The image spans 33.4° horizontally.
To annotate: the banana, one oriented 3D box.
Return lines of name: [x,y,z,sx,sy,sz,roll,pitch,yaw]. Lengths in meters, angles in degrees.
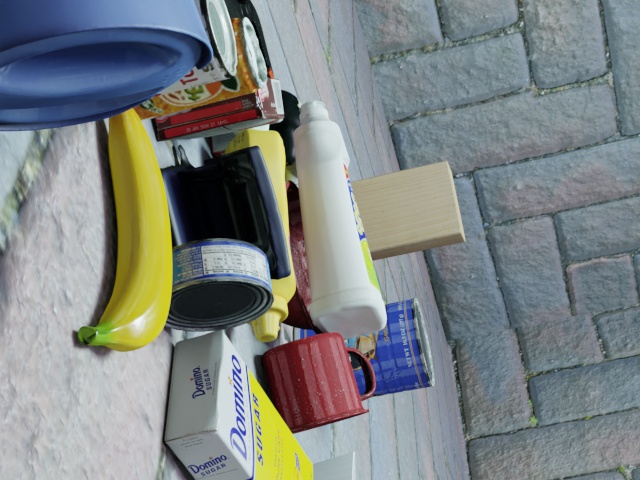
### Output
banana: [-0.119,-0.001,0.688,0.069,0.037,0.198,70,12,-49]

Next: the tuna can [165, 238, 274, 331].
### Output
tuna can: [-0.077,0.032,0.748,0.086,0.086,0.034,60,19,-62]

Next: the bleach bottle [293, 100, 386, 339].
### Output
bleach bottle: [0.010,-0.032,1.081,0.102,0.068,0.251,57,20,-65]

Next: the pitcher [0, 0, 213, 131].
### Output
pitcher: [-0.150,-0.183,0.513,0.149,0.145,0.243,97,-22,-82]

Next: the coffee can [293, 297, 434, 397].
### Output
coffee can: [0.050,0.129,1.213,0.102,0.140,0.103,-12,90,-81]

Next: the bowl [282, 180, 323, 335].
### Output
bowl: [-0.039,0.023,1.084,0.162,0.055,0.162,-12,90,-81]

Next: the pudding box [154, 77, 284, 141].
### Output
pudding box: [-0.082,-0.110,0.890,0.113,0.090,0.039,-33,112,-81]

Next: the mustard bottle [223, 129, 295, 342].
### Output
mustard bottle: [-0.056,0.001,0.964,0.096,0.058,0.191,120,-31,-56]

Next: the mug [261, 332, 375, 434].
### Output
mug: [0.002,0.135,1.025,0.093,0.117,0.081,-33,-111,58]

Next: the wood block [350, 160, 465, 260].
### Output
wood block: [0.064,-0.025,1.293,0.090,0.206,0.091,30,48,-77]

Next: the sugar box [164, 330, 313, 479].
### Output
sugar box: [-0.055,0.158,0.794,0.093,0.048,0.176,-92,162,-47]
